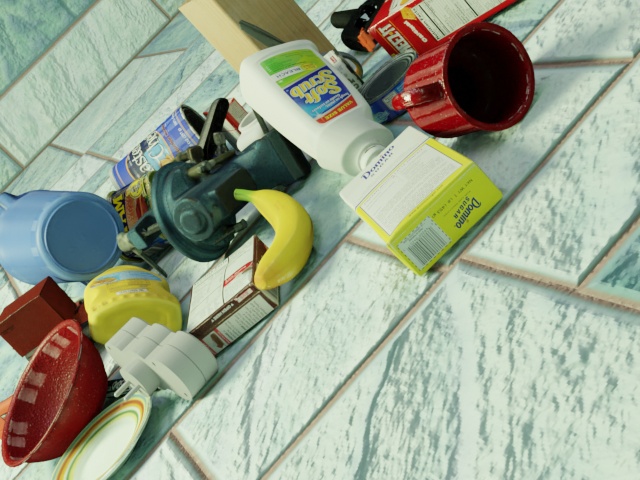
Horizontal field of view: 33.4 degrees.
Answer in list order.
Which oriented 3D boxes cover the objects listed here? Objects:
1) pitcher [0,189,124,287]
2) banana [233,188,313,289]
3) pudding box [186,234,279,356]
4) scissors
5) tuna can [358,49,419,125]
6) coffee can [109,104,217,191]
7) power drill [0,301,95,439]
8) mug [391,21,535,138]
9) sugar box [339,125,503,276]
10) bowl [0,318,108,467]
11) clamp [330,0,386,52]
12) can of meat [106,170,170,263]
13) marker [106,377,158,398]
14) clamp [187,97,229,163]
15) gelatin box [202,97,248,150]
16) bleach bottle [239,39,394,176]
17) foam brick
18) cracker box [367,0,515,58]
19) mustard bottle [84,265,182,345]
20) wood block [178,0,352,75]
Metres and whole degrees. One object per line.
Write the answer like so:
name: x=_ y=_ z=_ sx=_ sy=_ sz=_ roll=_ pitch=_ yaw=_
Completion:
pitcher: x=-0.325 y=0.003 z=1.367 sx=0.243 sy=0.149 sz=0.145 roll=180 pitch=88 yaw=-64
banana: x=-0.040 y=-0.005 z=1.038 sx=0.069 sy=0.037 sz=0.198 roll=-14 pitch=27 yaw=-4
pudding box: x=-0.085 y=0.053 z=1.035 sx=0.090 sy=0.039 sz=0.113 roll=-40 pitch=19 yaw=14
scissors: x=-0.035 y=-0.203 z=1.274 sx=0.096 sy=0.201 sz=0.016 roll=-57 pitch=46 yaw=29
tuna can: x=0.079 y=-0.165 z=1.153 sx=0.086 sy=0.033 sz=0.086 roll=-38 pitch=21 yaw=17
coffee can: x=-0.210 y=-0.107 z=1.494 sx=0.140 sy=0.102 sz=0.103 roll=-40 pitch=20 yaw=12
power drill: x=-0.324 y=0.152 z=1.270 sx=0.185 sy=0.057 sz=0.187 roll=-30 pitch=25 yaw=35
mug: x=0.115 y=-0.131 z=0.923 sx=0.117 sy=0.093 sz=0.082 roll=-20 pitch=4 yaw=-25
sugar box: x=0.079 y=-0.038 z=0.890 sx=0.093 sy=0.048 sz=0.176 roll=-43 pitch=16 yaw=3
bowl: x=-0.267 y=0.165 z=1.104 sx=0.162 sy=0.055 sz=0.162 roll=-40 pitch=34 yaw=34
clamp: x=0.064 y=-0.306 z=1.456 sx=0.165 sy=0.036 sz=0.209 roll=-31 pitch=24 yaw=32
can of meat: x=-0.228 y=-0.032 z=1.399 sx=0.084 sy=0.057 sz=0.102 roll=-25 pitch=69 yaw=35
marker: x=-0.197 y=0.148 z=1.088 sx=0.121 sy=0.020 sz=0.020 roll=-18 pitch=33 yaw=51
clamp: x=-0.146 y=-0.089 z=1.396 sx=0.172 sy=0.039 sz=0.120 roll=-52 pitch=52 yaw=25
gelatin box: x=-0.116 y=-0.159 z=1.460 sx=0.030 sy=0.073 sz=0.089 roll=-48 pitch=19 yaw=-13
bleach bottle: x=0.009 y=-0.131 z=1.110 sx=0.102 sy=0.068 sz=0.251 roll=-19 pitch=37 yaw=-21
foam brick: x=-0.337 y=0.090 z=1.265 sx=0.078 sy=0.053 sz=0.051 roll=-33 pitch=21 yaw=15
cracker box: x=0.171 y=-0.301 z=1.191 sx=0.214 sy=0.072 sz=0.164 roll=-26 pitch=26 yaw=43
mustard bottle: x=-0.214 y=0.067 z=1.192 sx=0.096 sy=0.058 sz=0.192 roll=-7 pitch=14 yaw=-14
wood block: x=-0.069 y=-0.260 z=1.373 sx=0.090 sy=0.206 sz=0.091 roll=-53 pitch=22 yaw=-22
